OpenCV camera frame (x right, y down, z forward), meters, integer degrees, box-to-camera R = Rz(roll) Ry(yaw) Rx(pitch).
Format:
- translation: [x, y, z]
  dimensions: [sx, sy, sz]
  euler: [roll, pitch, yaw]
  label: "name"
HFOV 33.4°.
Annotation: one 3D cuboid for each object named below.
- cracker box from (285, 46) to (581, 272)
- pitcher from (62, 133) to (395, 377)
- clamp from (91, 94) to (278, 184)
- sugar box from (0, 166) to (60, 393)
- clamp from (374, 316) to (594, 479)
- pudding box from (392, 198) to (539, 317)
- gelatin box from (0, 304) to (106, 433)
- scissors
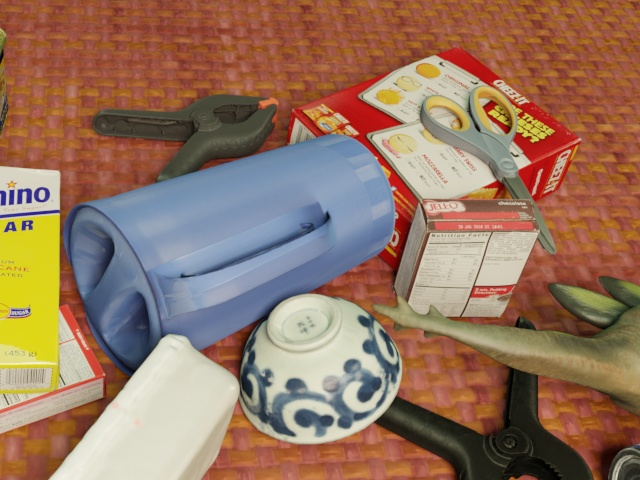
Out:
- translation: [0.100, -0.079, 0.964]
  dimensions: [0.213, 0.072, 0.164]
  euler: [-25, 55, -32]
  label: "cracker box"
- translation: [-0.055, 0.001, 0.808]
  dimensions: [0.242, 0.145, 0.149]
  euler: [-23, 58, -34]
  label: "pitcher"
- translation: [-0.118, -0.102, 0.972]
  dimensions: [0.120, 0.039, 0.171]
  euler: [41, 45, 23]
  label: "clamp"
- translation: [-0.232, 0.023, 0.755]
  dimensions: [0.093, 0.048, 0.176]
  euler: [2, 53, -17]
  label: "sugar box"
- translation: [0.136, 0.145, 0.760]
  dimensions: [0.164, 0.036, 0.210]
  euler: [-24, 52, -22]
  label: "clamp"
- translation: [0.112, 0.015, 0.837]
  dimensions: [0.090, 0.114, 0.039]
  euler: [1, 48, -10]
  label: "pudding box"
- translation: [-0.208, 0.092, 0.760]
  dimensions: [0.089, 0.030, 0.073]
  euler: [-19, 52, -26]
  label: "gelatin box"
- translation: [0.136, -0.066, 0.894]
  dimensions: [0.096, 0.016, 0.201]
  euler: [6, 45, -6]
  label: "scissors"
